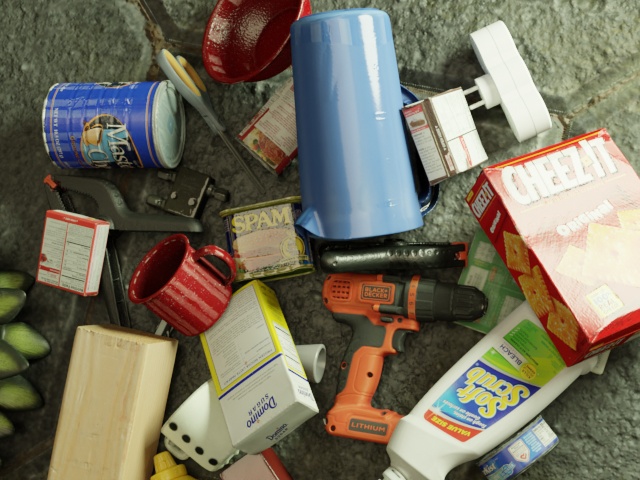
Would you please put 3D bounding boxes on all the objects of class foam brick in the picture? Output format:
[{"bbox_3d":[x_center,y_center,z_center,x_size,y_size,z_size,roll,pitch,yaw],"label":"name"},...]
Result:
[{"bbox_3d":[-0.067,0.261,1.165,0.053,0.078,0.051,-36,74,3],"label":"foam brick"}]

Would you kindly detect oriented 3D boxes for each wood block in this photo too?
[{"bbox_3d":[-0.233,0.203,1.186,0.090,0.090,0.206,12,91,14],"label":"wood block"}]

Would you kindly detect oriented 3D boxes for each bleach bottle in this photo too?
[{"bbox_3d":[0.164,0.175,1.096,0.250,0.068,0.103,-42,74,-14],"label":"bleach bottle"}]

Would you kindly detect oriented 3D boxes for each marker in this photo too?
[{"bbox_3d":[-0.186,0.111,1.244,0.020,0.020,0.121,25,86,14],"label":"marker"}]

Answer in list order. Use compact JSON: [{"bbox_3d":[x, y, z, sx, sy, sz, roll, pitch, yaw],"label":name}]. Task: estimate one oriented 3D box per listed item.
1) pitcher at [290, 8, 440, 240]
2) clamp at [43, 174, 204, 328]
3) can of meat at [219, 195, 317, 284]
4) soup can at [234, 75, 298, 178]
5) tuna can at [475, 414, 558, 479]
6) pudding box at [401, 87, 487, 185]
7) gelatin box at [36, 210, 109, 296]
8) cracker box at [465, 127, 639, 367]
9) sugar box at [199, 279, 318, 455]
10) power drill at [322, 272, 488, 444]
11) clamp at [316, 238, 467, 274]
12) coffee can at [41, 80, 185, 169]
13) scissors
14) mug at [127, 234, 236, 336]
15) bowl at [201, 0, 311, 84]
[{"bbox_3d":[0.042,-0.123,1.160,0.145,0.149,0.243,-5,96,15],"label":"pitcher"},{"bbox_3d":[-0.244,-0.017,1.264,0.165,0.036,0.210,-46,73,10],"label":"clamp"},{"bbox_3d":[-0.058,0.002,1.220,0.102,0.057,0.084,-11,81,9],"label":"can of meat"},{"bbox_3d":[-0.041,-0.132,1.234,0.068,0.068,0.102,42,89,15],"label":"soup can"},{"bbox_3d":[0.206,0.221,1.115,0.086,0.086,0.034,-38,77,2],"label":"tuna can"},{"bbox_3d":[0.137,-0.115,1.163,0.039,0.113,0.090,-20,93,27],"label":"pudding box"},{"bbox_3d":[-0.289,0.015,1.245,0.073,0.030,0.089,13,98,24],"label":"gelatin box"},{"bbox_3d":[0.276,0.002,1.102,0.164,0.072,0.214,-19,67,-21],"label":"cracker box"},{"bbox_3d":[-0.071,0.136,1.159,0.093,0.048,0.176,-37,49,16],"label":"sugar box"},{"bbox_3d":[0.083,0.129,1.166,0.185,0.057,0.187,4,78,20],"label":"power drill"},{"bbox_3d":[0.075,0.018,1.164,0.171,0.120,0.039,-3,101,7],"label":"clamp"},{"bbox_3d":[-0.241,-0.135,1.255,0.140,0.102,0.103,0,80,11],"label":"coffee can"},{"bbox_3d":[-0.126,-0.147,1.271,0.016,0.096,0.201,-35,107,13],"label":"scissors"},{"bbox_3d":[-0.144,0.047,1.185,0.117,0.081,0.093,-35,33,21],"label":"mug"},{"bbox_3d":[-0.064,-0.245,1.244,0.162,0.055,0.162,-21,57,36],"label":"bowl"}]
